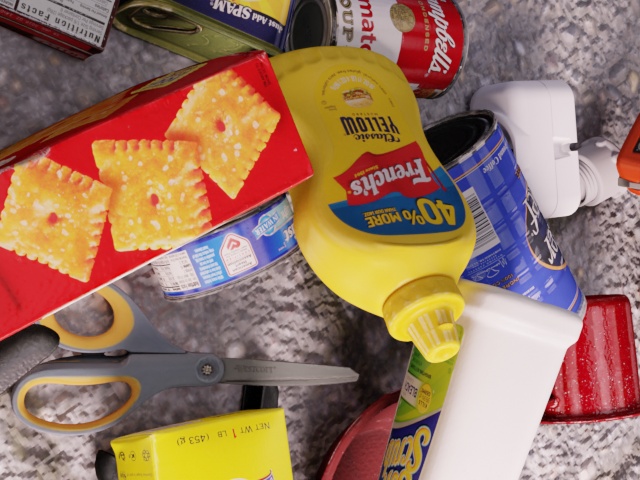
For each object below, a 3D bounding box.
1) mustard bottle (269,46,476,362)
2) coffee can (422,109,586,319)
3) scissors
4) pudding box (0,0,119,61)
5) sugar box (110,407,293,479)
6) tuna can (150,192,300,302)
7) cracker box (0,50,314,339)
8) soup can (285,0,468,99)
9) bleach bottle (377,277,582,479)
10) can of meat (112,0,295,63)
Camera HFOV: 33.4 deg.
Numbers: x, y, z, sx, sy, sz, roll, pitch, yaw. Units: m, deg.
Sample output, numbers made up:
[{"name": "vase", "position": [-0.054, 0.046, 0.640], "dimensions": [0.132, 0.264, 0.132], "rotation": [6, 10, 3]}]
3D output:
[{"name": "mustard bottle", "position": [0.029, -0.020, 0.570], "dimensions": [0.096, 0.058, 0.192], "rotation": [-3, 54, -27]}, {"name": "coffee can", "position": [0.095, 0.002, 0.684], "dimensions": [0.102, 0.103, 0.140], "rotation": [-39, 110, -27]}, {"name": "scissors", "position": [-0.076, 0.056, 0.606], "dimensions": [0.201, 0.016, 0.096], "rotation": [-11, 90, -23]}, {"name": "pudding box", "position": [-0.145, -0.164, 0.566], "dimensions": [0.089, 0.039, 0.113], "rotation": [21, 81, -32]}, {"name": "sugar box", "position": [-0.053, 0.183, 0.567], "dimensions": [0.093, 0.048, 0.176], "rotation": [-4, 81, -42]}, {"name": "tuna can", "position": [-0.054, 0.001, 0.597], "dimensions": [0.086, 0.086, 0.034], "rotation": [-29, 104, -30]}, {"name": "cracker box", "position": [-0.136, -0.013, 0.496], "dimensions": [0.213, 0.164, 0.072], "rotation": [-28, 104, -30]}, {"name": "soup can", "position": [0.031, -0.125, 0.664], "dimensions": [0.102, 0.069, 0.068], "rotation": [0, 90, -33]}, {"name": "bleach bottle", "position": [0.064, 0.148, 0.589], "dimensions": [0.068, 0.103, 0.251], "rotation": [18, 88, -14]}, {"name": "can of meat", "position": [-0.060, -0.150, 0.610], "dimensions": [0.101, 0.058, 0.084], "rotation": [18, 78, -33]}]
